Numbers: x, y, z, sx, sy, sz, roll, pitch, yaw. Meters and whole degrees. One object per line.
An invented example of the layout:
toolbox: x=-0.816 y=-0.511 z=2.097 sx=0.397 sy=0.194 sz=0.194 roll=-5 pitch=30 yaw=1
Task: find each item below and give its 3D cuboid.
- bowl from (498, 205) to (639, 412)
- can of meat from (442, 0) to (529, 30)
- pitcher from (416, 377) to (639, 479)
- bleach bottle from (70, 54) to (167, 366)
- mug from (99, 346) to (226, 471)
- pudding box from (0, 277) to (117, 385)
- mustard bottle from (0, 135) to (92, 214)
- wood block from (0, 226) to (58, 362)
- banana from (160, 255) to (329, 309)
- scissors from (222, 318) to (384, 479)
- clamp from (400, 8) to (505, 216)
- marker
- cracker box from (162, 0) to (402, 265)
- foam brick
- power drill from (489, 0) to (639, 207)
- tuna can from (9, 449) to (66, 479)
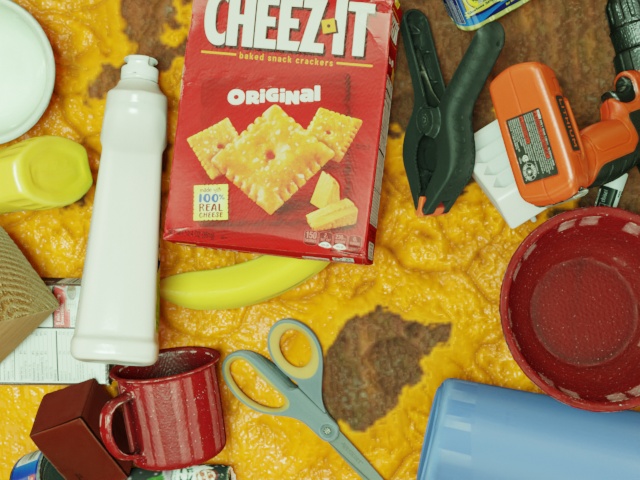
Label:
bowl: x=0.219 y=0.056 z=0.856 sx=0.162 sy=0.055 sz=0.162 roll=0 pitch=83 yaw=-2
can of meat: x=0.135 y=-0.228 z=0.846 sx=0.102 sy=0.057 sz=0.084 roll=-28 pitch=129 yaw=5
pitcher: x=0.203 y=0.199 z=0.872 sx=0.243 sy=0.145 sz=0.149 roll=13 pitch=81 yaw=5
bleach bottle: x=-0.155 y=-0.027 z=0.857 sx=0.068 sy=0.103 sz=0.251 roll=5 pitch=81 yaw=-10
mug: x=-0.132 y=0.143 z=0.885 sx=0.093 sy=0.117 sz=0.081 roll=1 pitch=103 yaw=41
pudding box: x=-0.232 y=0.078 z=0.918 sx=0.113 sy=0.039 sz=0.090 roll=1 pitch=96 yaw=4
mustard bottle: x=-0.289 y=-0.042 z=0.874 sx=0.192 sy=0.096 sz=0.058 roll=-9 pitch=97 yaw=25
wood block: x=-0.325 y=0.088 z=0.869 sx=0.206 sy=0.090 sz=0.091 roll=-42 pitch=81 yaw=18
banana: x=-0.043 y=0.014 z=0.906 sx=0.198 sy=0.037 sz=0.070 roll=-33 pitch=76 yaw=4
scissors: x=0.010 y=0.143 z=0.924 sx=0.201 sy=0.016 sz=0.096 roll=32 pitch=96 yaw=-1
clamp: x=0.103 y=-0.102 z=0.854 sx=0.039 sy=0.120 sz=0.171 roll=-6 pitch=100 yaw=-23
marker: x=0.231 y=-0.001 z=0.898 sx=0.020 sy=0.020 sz=0.121 roll=17 pitch=96 yaw=1
cracker box: x=-0.029 y=-0.094 z=0.854 sx=0.164 sy=0.072 sz=0.214 roll=6 pitch=87 yaw=8
foam brick: x=-0.198 y=0.165 z=0.899 sx=0.053 sy=0.051 sz=0.078 roll=-19 pitch=122 yaw=15
power drill: x=0.219 y=-0.108 z=0.825 sx=0.187 sy=0.057 sz=0.184 roll=-13 pitch=85 yaw=-34
tuna can: x=-0.226 y=0.217 z=0.905 sx=0.034 sy=0.086 sz=0.086 roll=-22 pitch=94 yaw=15
